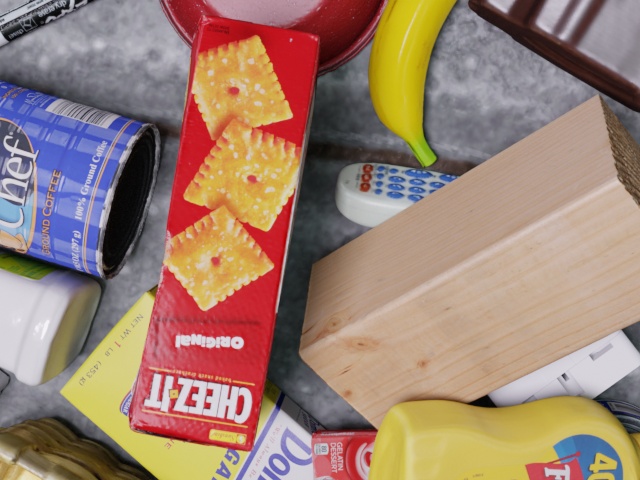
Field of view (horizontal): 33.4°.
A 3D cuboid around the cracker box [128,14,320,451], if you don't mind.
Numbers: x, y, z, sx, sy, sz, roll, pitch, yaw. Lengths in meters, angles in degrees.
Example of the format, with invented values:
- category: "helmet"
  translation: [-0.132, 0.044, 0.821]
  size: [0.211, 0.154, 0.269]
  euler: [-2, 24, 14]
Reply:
- category: "cracker box"
  translation: [-0.054, 0.001, 0.607]
  size: [0.072, 0.164, 0.214]
  euler: [10, 84, -3]

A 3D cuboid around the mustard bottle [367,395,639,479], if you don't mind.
- category: "mustard bottle"
  translation: [0.127, 0.138, 0.629]
  size: [0.191, 0.058, 0.096]
  euler: [0, 115, -18]

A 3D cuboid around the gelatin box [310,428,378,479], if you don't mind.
- category: "gelatin box"
  translation: [0.033, 0.162, 0.665]
  size: [0.073, 0.030, 0.089]
  euler: [-2, 87, 5]

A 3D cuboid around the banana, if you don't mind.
- category: "banana"
  translation: [0.078, -0.148, 0.667]
  size: [0.069, 0.037, 0.198]
  euler: [18, 103, -27]

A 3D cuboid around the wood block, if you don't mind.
- category: "wood block"
  translation: [0.098, 0.020, 0.615]
  size: [0.206, 0.090, 0.090]
  euler: [-32, 118, 26]

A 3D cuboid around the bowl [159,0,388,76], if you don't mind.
- category: "bowl"
  translation: [-0.031, -0.175, 0.655]
  size: [0.162, 0.055, 0.162]
  euler: [1, 103, 5]

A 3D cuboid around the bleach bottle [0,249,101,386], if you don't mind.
- category: "bleach bottle"
  translation: [-0.274, 0.015, 0.686]
  size: [0.251, 0.102, 0.068]
  euler: [20, 95, 2]

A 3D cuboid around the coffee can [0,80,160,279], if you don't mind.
- category: "coffee can"
  translation: [-0.184, -0.044, 0.670]
  size: [0.140, 0.102, 0.103]
  euler: [17, 98, 3]

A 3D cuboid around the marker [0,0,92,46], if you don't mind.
- category: "marker"
  translation: [-0.168, -0.157, 0.697]
  size: [0.121, 0.020, 0.020]
  euler: [-24, 94, 8]

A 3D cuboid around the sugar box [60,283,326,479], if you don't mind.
- category: "sugar box"
  translation: [-0.074, 0.122, 0.708]
  size: [0.176, 0.048, 0.093]
  euler: [41, 97, 1]
